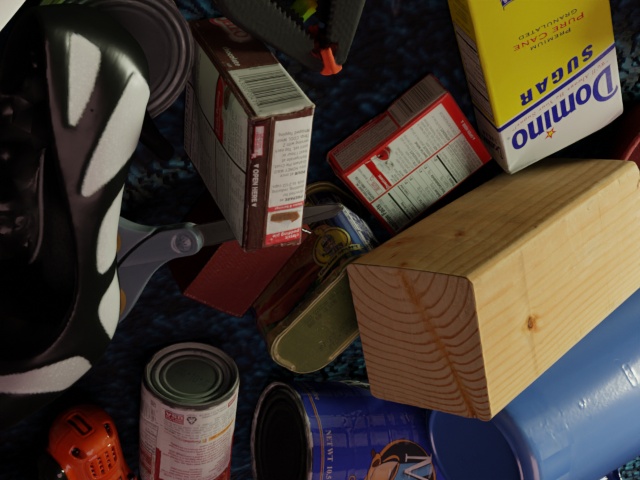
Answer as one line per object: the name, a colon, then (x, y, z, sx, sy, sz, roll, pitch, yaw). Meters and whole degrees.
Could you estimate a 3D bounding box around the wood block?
wood block: (0.121, 0.021, 0.681, 0.205, 0.090, 0.091, -29, 115, -43)

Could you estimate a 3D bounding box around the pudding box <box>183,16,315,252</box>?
pudding box: (-0.044, -0.062, 0.598, 0.039, 0.113, 0.090, -10, 130, -20)

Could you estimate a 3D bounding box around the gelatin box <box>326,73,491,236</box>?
gelatin box: (0.059, -0.056, 0.708, 0.089, 0.030, 0.073, -38, 133, 7)

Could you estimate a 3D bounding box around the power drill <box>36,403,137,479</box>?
power drill: (-0.207, 0.219, 0.741, 0.187, 0.057, 0.184, -39, 145, -31)

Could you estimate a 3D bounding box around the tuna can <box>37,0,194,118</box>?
tuna can: (-0.114, -0.106, 0.583, 0.086, 0.034, 0.086, -13, 130, -16)

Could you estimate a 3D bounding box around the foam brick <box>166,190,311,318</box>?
foam brick: (-0.054, 0.001, 0.683, 0.051, 0.053, 0.078, 26, 112, -38)

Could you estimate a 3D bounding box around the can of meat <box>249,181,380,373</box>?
can of meat: (-0.004, 0.026, 0.705, 0.102, 0.084, 0.057, -46, 131, 13)

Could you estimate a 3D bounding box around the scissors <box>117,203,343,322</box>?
scissors: (-0.088, 0.017, 0.646, 0.202, 0.016, 0.096, 3, 114, 3)

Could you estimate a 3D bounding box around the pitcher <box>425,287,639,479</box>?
pitcher: (0.203, 0.119, 0.787, 0.242, 0.149, 0.145, -22, 126, -32)

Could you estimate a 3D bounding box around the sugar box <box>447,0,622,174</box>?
sugar box: (0.134, -0.132, 0.672, 0.093, 0.048, 0.176, -28, 131, -3)

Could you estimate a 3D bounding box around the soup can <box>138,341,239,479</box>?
soup can: (-0.094, 0.131, 0.757, 0.068, 0.068, 0.102, -7, 127, -21)

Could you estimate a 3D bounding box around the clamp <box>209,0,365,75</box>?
clamp: (-0.035, -0.167, 0.531, 0.164, 0.036, 0.210, -17, 135, -3)

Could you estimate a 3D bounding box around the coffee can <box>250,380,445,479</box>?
coffee can: (0.031, 0.157, 0.812, 0.140, 0.103, 0.103, 3, 124, -27)
